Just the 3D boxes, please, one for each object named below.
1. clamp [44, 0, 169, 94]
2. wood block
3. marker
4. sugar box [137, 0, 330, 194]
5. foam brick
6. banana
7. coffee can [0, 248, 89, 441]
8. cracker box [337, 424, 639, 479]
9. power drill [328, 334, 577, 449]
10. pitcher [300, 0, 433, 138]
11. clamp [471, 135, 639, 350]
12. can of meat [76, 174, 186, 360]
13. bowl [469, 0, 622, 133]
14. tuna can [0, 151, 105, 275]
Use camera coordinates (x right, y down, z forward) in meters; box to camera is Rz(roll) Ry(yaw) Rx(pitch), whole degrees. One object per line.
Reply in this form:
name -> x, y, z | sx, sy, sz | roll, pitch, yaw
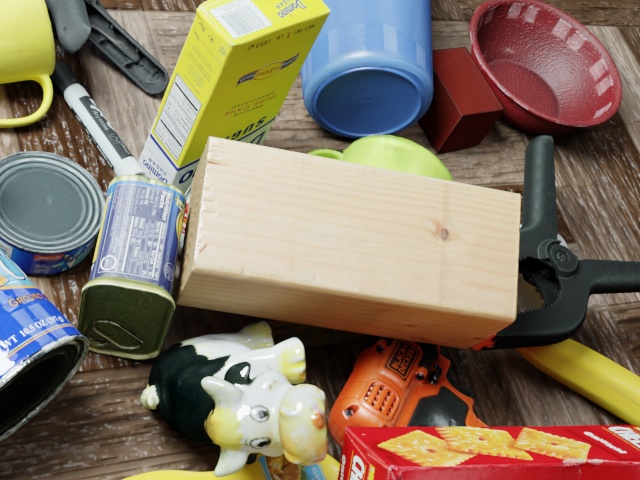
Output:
clamp -> -0.197, -0.185, 0.832 | 0.039, 0.120, 0.171 | -46, 74, 5
wood block -> 0.017, 0.006, 0.698 | 0.206, 0.090, 0.091 | 10, 71, -11
marker -> -0.173, -0.091, 0.815 | 0.020, 0.020, 0.121 | -24, 69, -36
sugar box -> -0.066, -0.106, 0.771 | 0.093, 0.176, 0.048 | -27, 69, -36
foam brick -> 0.117, -0.126, 0.953 | 0.051, 0.053, 0.078 | -11, 62, -31
banana -> 0.232, 0.118, 0.825 | 0.198, 0.069, 0.037 | 32, 91, 7
coffee can -> -0.223, 0.045, 0.637 | 0.140, 0.103, 0.102 | 45, 50, 10
cracker box -> 0.111, 0.198, 0.641 | 0.213, 0.164, 0.072 | 4, 11, -22
power drill -> 0.111, 0.121, 0.765 | 0.187, 0.057, 0.184 | 34, 42, 2
pitcher -> 0.026, -0.211, 0.936 | 0.144, 0.149, 0.243 | 20, 52, -30
clamp -> 0.184, 0.024, 0.812 | 0.164, 0.036, 0.209 | 40, 52, 5
can of meat -> -0.122, 0.018, 0.698 | 0.057, 0.102, 0.084 | 11, 58, -10
bowl -> 0.202, -0.155, 1.012 | 0.162, 0.055, 0.162 | 12, 52, -17
tuna can -> -0.195, -0.019, 0.742 | 0.086, 0.034, 0.086 | 12, 52, -16
